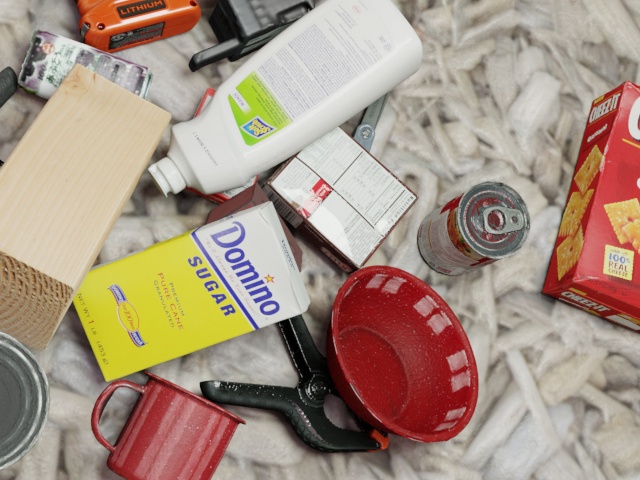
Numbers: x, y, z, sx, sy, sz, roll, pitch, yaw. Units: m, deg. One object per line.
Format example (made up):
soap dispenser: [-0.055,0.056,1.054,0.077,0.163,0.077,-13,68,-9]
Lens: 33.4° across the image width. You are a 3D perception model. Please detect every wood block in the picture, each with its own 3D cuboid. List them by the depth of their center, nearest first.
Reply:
wood block: [-0.202,-0.030,0.826,0.090,0.090,0.206,27,44,-9]

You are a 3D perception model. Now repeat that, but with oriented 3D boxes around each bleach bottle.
bleach bottle: [-0.039,-0.122,0.911,0.250,0.068,0.102,-34,73,-10]

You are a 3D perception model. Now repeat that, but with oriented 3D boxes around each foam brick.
foam brick: [-0.056,0.001,0.907,0.051,0.053,0.078,-30,106,10]

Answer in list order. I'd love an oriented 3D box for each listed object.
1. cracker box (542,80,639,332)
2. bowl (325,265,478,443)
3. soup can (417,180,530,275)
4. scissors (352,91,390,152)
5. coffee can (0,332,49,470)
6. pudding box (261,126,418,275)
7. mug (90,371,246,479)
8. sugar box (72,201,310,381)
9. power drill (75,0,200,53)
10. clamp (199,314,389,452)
cracker box: [0.323,-0.023,1.024,0.164,0.072,0.213,22,73,-11]
bowl: [0.059,0.104,0.916,0.161,0.055,0.162,22,51,-30]
soup can: [0.135,-0.008,0.953,0.068,0.102,0.068,3,78,-15]
scissors: [0.021,-0.094,0.985,0.096,0.016,0.202,10,77,-13]
coffee can: [-0.257,0.124,0.799,0.102,0.140,0.103,3,78,-15]
pudding box: [0.016,-0.040,0.944,0.113,0.039,0.090,43,71,-4]
mug: [-0.128,0.156,0.855,0.117,0.093,0.081,31,77,-18]
sugar box: [-0.106,0.042,0.865,0.176,0.048,0.093,-20,97,11]
power drill: [-0.173,-0.270,0.946,0.184,0.057,0.188,-20,82,-14]
clamp: [-0.009,0.118,0.923,0.171,0.039,0.120,32,71,-15]
